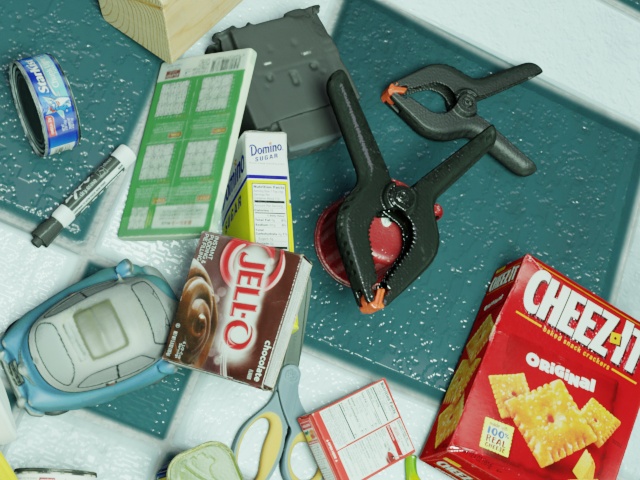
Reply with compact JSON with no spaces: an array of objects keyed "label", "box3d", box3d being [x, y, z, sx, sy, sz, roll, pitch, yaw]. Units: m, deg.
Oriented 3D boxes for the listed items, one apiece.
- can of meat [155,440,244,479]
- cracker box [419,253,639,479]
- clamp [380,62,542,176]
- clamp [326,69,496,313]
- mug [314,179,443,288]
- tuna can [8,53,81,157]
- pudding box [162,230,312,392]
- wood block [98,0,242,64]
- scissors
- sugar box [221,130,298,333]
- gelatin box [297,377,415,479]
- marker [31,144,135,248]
[{"label":"can of meat","box3d":[-0.093,0.220,0.873,0.057,0.084,0.102,-21,83,-22]},{"label":"cracker box","box3d":[0.209,0.145,0.993,0.164,0.072,0.213,31,65,-8]},{"label":"clamp","box3d":[0.149,-0.143,1.075,0.171,0.039,0.120,18,69,-12]},{"label":"clamp","box3d":[0.056,-0.042,0.928,0.164,0.036,0.210,24,70,-10]},{"label":"mug","box3d":[0.061,-0.011,0.987,0.117,0.082,0.093,-14,80,-21]},{"label":"tuna can","box3d":[-0.237,-0.117,0.919,0.033,0.086,0.086,-20,82,-23]},{"label":"pudding box","box3d":[-0.066,0.056,0.858,0.090,0.039,0.113,13,82,19]},{"label":"wood block","box3d":[-0.105,-0.274,0.989,0.091,0.090,0.205,36,66,18]},{"label":"scissors","box3d":[-0.014,0.137,0.959,0.096,0.016,0.201,30,68,-10]},{"label":"sugar box","box3d":[-0.057,0.001,0.940,0.048,0.093,0.176,-2,75,-21]},{"label":"gelatin box","box3d":[0.033,0.173,0.947,0.089,0.030,0.073,-21,84,-36]},{"label":"marker","box3d":[-0.210,-0.038,0.942,0.020,0.020,0.121,42,67,-3]}]
